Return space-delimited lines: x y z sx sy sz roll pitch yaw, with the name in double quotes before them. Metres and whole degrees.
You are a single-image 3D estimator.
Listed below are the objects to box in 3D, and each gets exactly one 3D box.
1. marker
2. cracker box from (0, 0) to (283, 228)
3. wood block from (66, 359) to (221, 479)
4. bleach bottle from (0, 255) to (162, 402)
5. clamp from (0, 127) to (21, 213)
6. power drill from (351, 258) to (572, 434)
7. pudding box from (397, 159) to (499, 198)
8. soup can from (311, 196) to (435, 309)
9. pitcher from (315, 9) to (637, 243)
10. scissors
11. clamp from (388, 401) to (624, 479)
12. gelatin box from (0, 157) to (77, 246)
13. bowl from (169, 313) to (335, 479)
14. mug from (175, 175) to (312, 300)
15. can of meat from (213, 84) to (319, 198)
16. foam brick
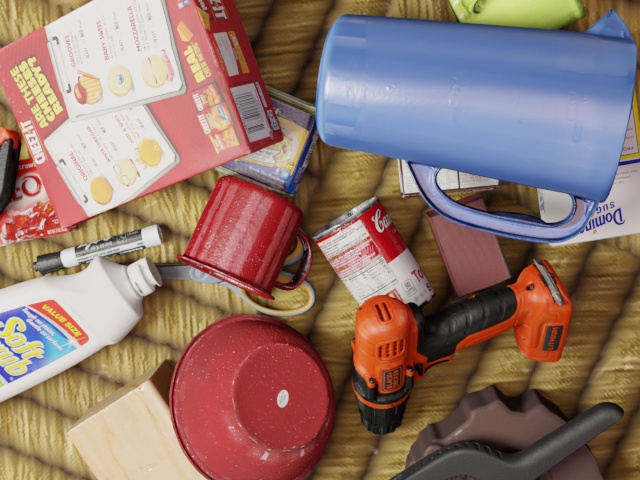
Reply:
"marker" -0.204 0.009 0.973 0.121 0.020 0.020 -15 95 4
"cracker box" -0.154 -0.121 0.893 0.214 0.072 0.164 -19 95 31
"wood block" -0.124 0.223 0.957 0.090 0.091 0.206 -33 94 4
"bleach bottle" -0.262 0.076 0.956 0.251 0.068 0.102 -27 98 6
"clamp" -0.320 -0.024 0.934 0.171 0.039 0.120 -38 93 9
"power drill" 0.117 0.095 0.922 0.187 0.184 0.057 -17 55 -10
"pudding box" 0.110 -0.097 0.941 0.090 0.039 0.113 -5 93 5
"soup can" 0.047 0.022 0.941 0.068 0.068 0.102 -32 95 5
"pitcher" 0.122 -0.103 0.857 0.243 0.145 0.149 9 55 9
"scissors" -0.097 0.012 0.972 0.201 0.016 0.096 17 95 0
"clamp" 0.161 0.229 0.918 0.210 0.036 0.164 -6 96 2
"gelatin box" -0.273 -0.035 0.965 0.089 0.030 0.073 -11 95 3
"bowl" -0.046 0.138 0.921 0.161 0.055 0.162 8 72 -27
"mug" -0.056 0.001 0.921 0.117 0.093 0.081 27 83 -25
"can of meat" -0.052 -0.093 0.938 0.102 0.057 0.084 22 99 0
"foam brick" 0.131 0.004 0.943 0.051 0.053 0.078 -20 96 4
